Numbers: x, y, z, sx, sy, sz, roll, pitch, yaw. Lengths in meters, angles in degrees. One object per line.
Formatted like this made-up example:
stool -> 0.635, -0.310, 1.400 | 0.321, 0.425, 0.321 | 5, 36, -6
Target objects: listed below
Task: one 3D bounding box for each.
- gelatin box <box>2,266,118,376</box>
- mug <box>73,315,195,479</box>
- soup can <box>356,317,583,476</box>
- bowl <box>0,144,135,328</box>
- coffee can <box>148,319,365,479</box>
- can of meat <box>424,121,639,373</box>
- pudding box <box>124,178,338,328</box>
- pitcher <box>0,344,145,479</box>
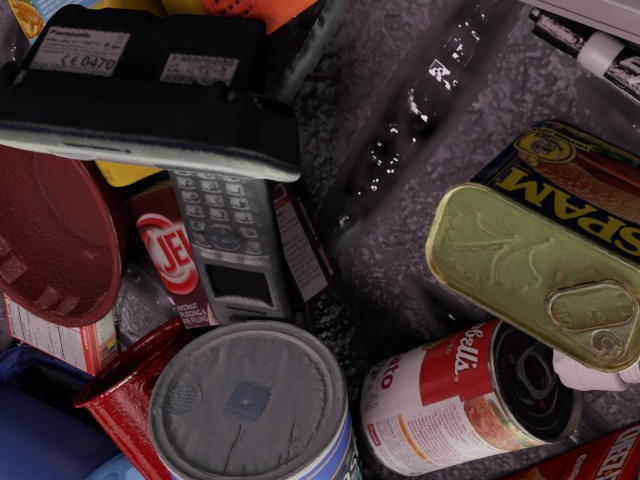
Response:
gelatin box -> -0.190, 0.048, 0.773 | 0.089, 0.030, 0.073 | 21, 129, 27
mug -> -0.096, 0.108, 0.689 | 0.081, 0.093, 0.117 | 54, 164, -10
soup can -> 0.076, 0.083, 0.561 | 0.102, 0.068, 0.068 | -28, 98, 45
bowl -> -0.173, -0.026, 0.694 | 0.162, 0.055, 0.162 | 20, 128, 28
coffee can -> -0.028, 0.126, 0.592 | 0.103, 0.102, 0.140 | 21, 146, 26
can of meat -> 0.111, -0.002, 0.468 | 0.102, 0.083, 0.057 | 30, 131, 20
pudding box -> -0.054, 0.001, 0.630 | 0.114, 0.039, 0.090 | -13, 108, 42
pitcher -> -0.240, 0.164, 0.829 | 0.243, 0.149, 0.145 | 22, 143, 30
